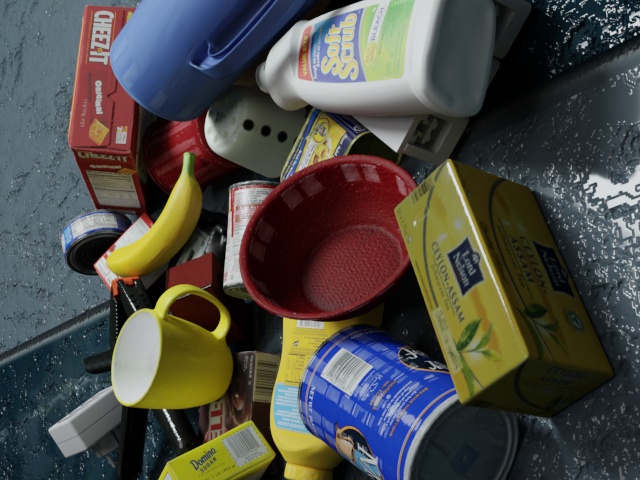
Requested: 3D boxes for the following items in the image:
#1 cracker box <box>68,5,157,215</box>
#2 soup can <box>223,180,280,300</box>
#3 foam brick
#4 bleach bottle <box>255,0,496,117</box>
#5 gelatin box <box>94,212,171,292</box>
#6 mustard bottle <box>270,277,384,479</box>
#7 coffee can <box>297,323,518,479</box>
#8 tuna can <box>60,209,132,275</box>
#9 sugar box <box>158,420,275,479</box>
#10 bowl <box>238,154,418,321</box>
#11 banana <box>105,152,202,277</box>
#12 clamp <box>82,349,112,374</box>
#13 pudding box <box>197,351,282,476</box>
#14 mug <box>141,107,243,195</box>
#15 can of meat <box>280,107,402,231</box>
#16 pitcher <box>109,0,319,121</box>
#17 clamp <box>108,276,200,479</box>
[{"bbox_3d":[-0.224,-0.137,1.180,0.214,0.072,0.164,104,169,-74],"label":"cracker box"},{"bbox_3d":[-0.057,0.001,1.017,0.069,0.068,0.102,-14,68,48],"label":"soup can"},{"bbox_3d":[-0.110,0.062,1.037,0.051,0.078,0.053,-21,37,11],"label":"foam brick"},{"bbox_3d":[0.027,-0.140,0.864,0.251,0.068,0.102,-1,75,53],"label":"bleach bottle"},{"bbox_3d":[-0.206,0.022,1.201,0.089,0.030,0.073,-46,42,0],"label":"gelatin box"},{"bbox_3d":[0.000,0.130,0.913,0.096,0.058,0.191,1,79,45],"label":"mustard bottle"},{"bbox_3d":[0.063,0.134,0.800,0.140,0.102,0.103,26,99,51],"label":"coffee can"},{"bbox_3d":[-0.259,0.004,1.249,0.086,0.086,0.034,-45,48,32],"label":"tuna can"},{"bbox_3d":[-0.111,0.234,0.946,0.048,0.093,0.176,54,140,19],"label":"sugar box"},{"bbox_3d":[0.017,0.009,0.870,0.162,0.055,0.162,-14,50,17],"label":"bowl"},{"bbox_3d":[-0.170,-0.006,1.110,0.198,0.037,0.069,-45,39,37],"label":"banana"},{"bbox_3d":[-0.196,0.104,1.178,0.172,0.039,0.120,10,82,45],"label":"clamp"},{"bbox_3d":[-0.078,0.163,1.013,0.090,0.039,0.113,-11,70,50],"label":"pudding box"},{"bbox_3d":[-0.122,-0.107,1.126,0.082,0.093,0.117,-23,30,40],"label":"mug"},{"bbox_3d":[0.015,-0.066,0.960,0.084,0.057,0.102,46,114,49],"label":"can of meat"},{"bbox_3d":[-0.083,-0.213,0.958,0.243,0.149,0.145,-42,83,31],"label":"pitcher"},{"bbox_3d":[-0.176,0.137,1.081,0.165,0.036,0.210,-20,76,53],"label":"clamp"}]
